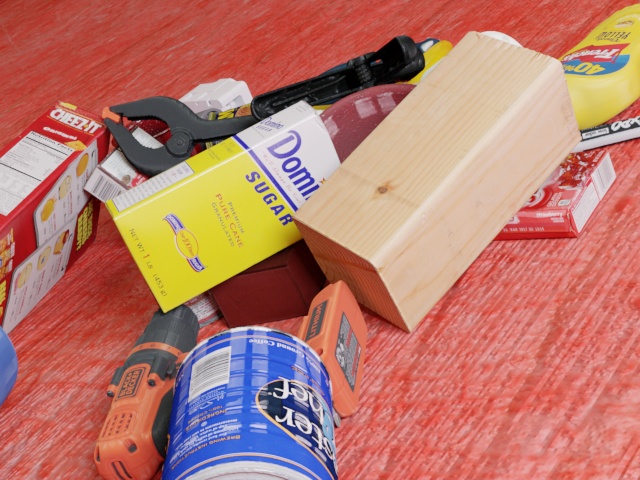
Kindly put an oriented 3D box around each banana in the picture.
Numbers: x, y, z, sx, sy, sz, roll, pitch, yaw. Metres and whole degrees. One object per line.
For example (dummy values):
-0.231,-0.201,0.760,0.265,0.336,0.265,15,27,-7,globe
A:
0.059,-0.152,1.124,0.197,0.069,0.037,-20,-7,-7,banana

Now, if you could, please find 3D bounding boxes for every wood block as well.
0.089,-0.047,0.792,0.206,0.090,0.091,-46,47,-15,wood block

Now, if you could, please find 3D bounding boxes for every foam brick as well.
-0.044,0.031,0.869,0.078,0.051,0.053,-12,28,23,foam brick

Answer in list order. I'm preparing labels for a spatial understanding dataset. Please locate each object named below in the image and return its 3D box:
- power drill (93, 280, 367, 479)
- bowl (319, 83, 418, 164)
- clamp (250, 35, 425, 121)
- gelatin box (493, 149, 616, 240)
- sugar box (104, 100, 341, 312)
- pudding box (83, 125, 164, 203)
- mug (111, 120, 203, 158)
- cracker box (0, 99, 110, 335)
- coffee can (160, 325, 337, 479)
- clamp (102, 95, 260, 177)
-0.062,0.089,0.771,0.188,0.057,0.184,-18,30,18,power drill
0.054,-0.058,0.919,0.162,0.055,0.162,-13,51,16,bowl
0.034,-0.153,1.009,0.165,0.036,0.209,-18,4,20,clamp
0.179,-0.036,0.834,0.073,0.030,0.089,-1,33,40,gelatin box
-0.067,-0.027,0.831,0.176,0.093,0.048,-28,29,-7,sugar box
-0.166,-0.053,1.072,0.039,0.113,0.090,-49,7,37,pudding box
-0.178,-0.096,1.192,0.093,0.081,0.117,-33,27,-19,mug
-0.290,-0.014,1.034,0.072,0.164,0.213,24,40,6,cracker box
-0.041,0.129,0.619,0.103,0.103,0.140,-20,26,8,coffee can
-0.132,-0.081,1.034,0.171,0.120,0.039,13,-11,3,clamp
